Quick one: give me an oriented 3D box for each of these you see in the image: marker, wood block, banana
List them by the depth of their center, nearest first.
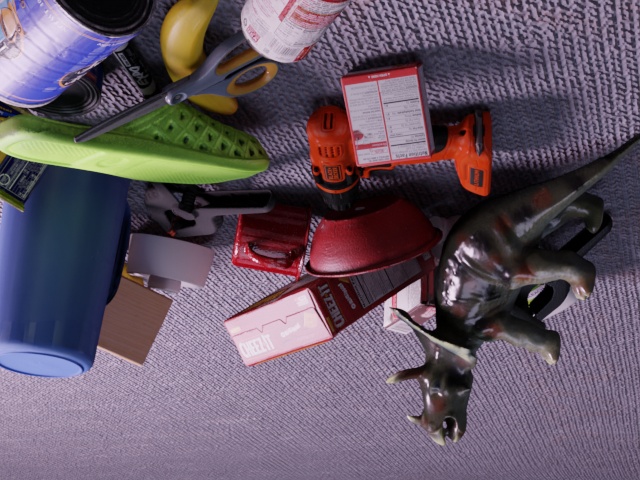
[{"bbox_3d":[-0.107,-0.164,0.952,0.069,0.037,0.198,4,156,-4],"label":"banana"},{"bbox_3d":[-0.171,-0.158,0.992,0.020,0.020,0.121,-3,156,11],"label":"marker"},{"bbox_3d":[-0.294,0.064,1.265,0.205,0.091,0.090,29,172,-28],"label":"wood block"}]

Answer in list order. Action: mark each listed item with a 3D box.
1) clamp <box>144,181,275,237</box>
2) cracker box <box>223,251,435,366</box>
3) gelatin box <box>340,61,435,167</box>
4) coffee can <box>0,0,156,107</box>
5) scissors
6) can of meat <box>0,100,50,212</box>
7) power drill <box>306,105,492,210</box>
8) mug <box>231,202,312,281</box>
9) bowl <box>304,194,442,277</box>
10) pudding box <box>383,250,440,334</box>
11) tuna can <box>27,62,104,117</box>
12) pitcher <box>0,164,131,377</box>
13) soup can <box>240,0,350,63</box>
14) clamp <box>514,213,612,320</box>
[{"bbox_3d":[-0.156,-0.050,1.197,0.164,0.036,0.210,25,158,-16],"label":"clamp"},{"bbox_3d":[0.015,0.066,1.286,0.164,0.072,0.213,-25,-176,46],"label":"cracker box"},{"bbox_3d":[0.064,-0.116,0.994,0.073,0.089,0.030,-6,-163,18],"label":"gelatin box"},{"bbox_3d":[-0.211,-0.179,0.847,0.102,0.103,0.141,21,149,-37],"label":"coffee can"},{"bbox_3d":[-0.116,-0.128,0.953,0.202,0.016,0.096,-32,158,6],"label":"scissors"},{"bbox_3d":[-0.305,-0.087,1.036,0.102,0.084,0.057,28,172,38],"label":"can of meat"},{"bbox_3d":[0.082,-0.080,1.105,0.187,0.057,0.184,-2,159,6],"label":"power drill"},{"bbox_3d":[-0.058,0.002,1.237,0.081,0.117,0.093,10,117,-5],"label":"mug"},{"bbox_3d":[0.054,-0.012,1.205,0.162,0.055,0.162,-15,-167,3],"label":"bowl"},{"bbox_3d":[0.120,0.061,1.378,0.039,0.090,0.114,13,154,-20],"label":"pudding box"},{"bbox_3d":[-0.246,-0.151,0.997,0.086,0.034,0.086,2,156,1],"label":"tuna can"},{"bbox_3d":[-0.270,0.018,1.122,0.149,0.243,0.145,11,156,-18],"label":"pitcher"},{"bbox_3d":[-0.016,-0.193,0.844,0.068,0.068,0.102,12,154,-21],"label":"soup can"},{"bbox_3d":[0.262,0.029,1.274,0.120,0.039,0.172,16,116,-15],"label":"clamp"}]
